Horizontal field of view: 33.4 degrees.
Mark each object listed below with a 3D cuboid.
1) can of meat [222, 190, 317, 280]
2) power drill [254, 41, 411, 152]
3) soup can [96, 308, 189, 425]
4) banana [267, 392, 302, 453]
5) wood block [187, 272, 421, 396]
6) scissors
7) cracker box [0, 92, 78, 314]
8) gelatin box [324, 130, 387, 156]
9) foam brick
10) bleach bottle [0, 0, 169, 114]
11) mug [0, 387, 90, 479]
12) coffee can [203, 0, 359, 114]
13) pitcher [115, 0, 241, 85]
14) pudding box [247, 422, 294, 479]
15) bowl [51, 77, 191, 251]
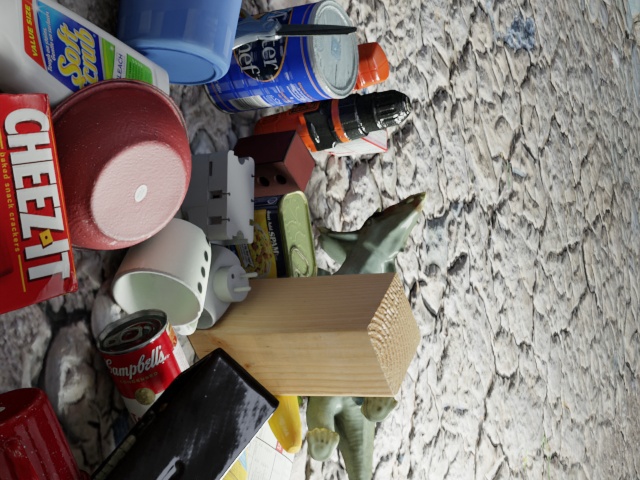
[{"bbox_3d":[-0.057,0.002,1.145,0.057,0.084,0.102,-22,105,-60],"label":"can of meat"},{"bbox_3d":[0.027,-0.169,1.240,0.187,0.185,0.057,-66,141,-56],"label":"power drill"},{"bbox_3d":[-0.153,0.123,0.972,0.068,0.069,0.102,-53,131,-50],"label":"soup can"},{"bbox_3d":[-0.037,0.169,1.147,0.069,0.037,0.198,54,6,-5],"label":"banana"},{"bbox_3d":[-0.016,0.097,1.079,0.090,0.206,0.090,-59,136,-46],"label":"wood block"},{"bbox_3d":[-0.066,-0.199,1.061,0.096,0.202,0.016,-45,134,-25],"label":"scissors"},{"bbox_3d":[-0.275,-0.020,0.766,0.213,0.072,0.164,-18,102,-61],"label":"cracker box"},{"bbox_3d":[0.034,-0.131,1.340,0.089,0.073,0.030,15,74,-60],"label":"gelatin box"},{"bbox_3d":[-0.055,-0.082,1.169,0.053,0.078,0.051,57,41,-38],"label":"foam brick"},{"bbox_3d":[-0.229,-0.146,0.880,0.250,0.068,0.102,27,63,-54],"label":"bleach bottle"},{"bbox_3d":[-0.227,0.165,0.793,0.093,0.117,0.081,-24,106,-20],"label":"mug"},{"bbox_3d":[-0.044,-0.194,1.137,0.102,0.141,0.103,13,75,-60],"label":"coffee can"},{"bbox_3d":[-0.135,-0.281,1.012,0.145,0.149,0.243,92,4,-78],"label":"pitcher"},{"bbox_3d":[-0.070,0.227,1.140,0.113,0.039,0.090,46,47,-46],"label":"pudding box"},{"bbox_3d":[-0.166,-0.052,0.903,0.161,0.055,0.162,-23,131,-31],"label":"bowl"}]
